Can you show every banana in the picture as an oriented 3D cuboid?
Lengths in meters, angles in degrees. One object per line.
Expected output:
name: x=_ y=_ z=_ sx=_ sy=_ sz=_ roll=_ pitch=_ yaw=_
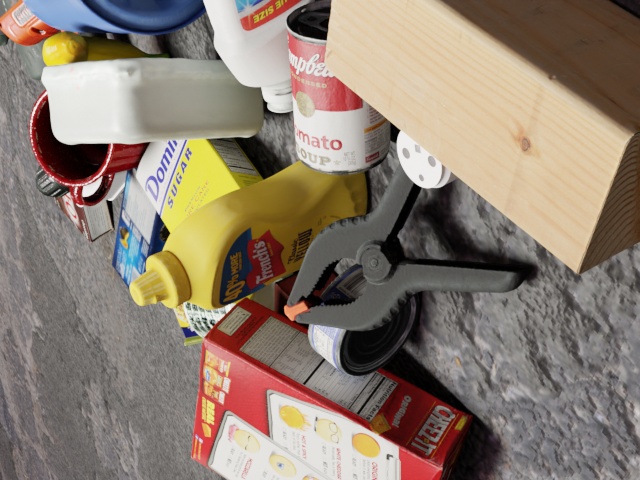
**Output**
banana: x=-0.195 y=-0.160 z=0.911 sx=0.197 sy=0.070 sz=0.037 roll=-32 pitch=-72 yaw=-74

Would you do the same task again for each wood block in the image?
wood block: x=0.102 y=-0.089 z=0.573 sx=0.206 sy=0.090 sz=0.091 roll=44 pitch=144 yaw=32

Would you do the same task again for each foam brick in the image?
foam brick: x=-0.005 y=0.068 z=0.910 sx=0.053 sy=0.051 sz=0.078 roll=41 pitch=144 yaw=37

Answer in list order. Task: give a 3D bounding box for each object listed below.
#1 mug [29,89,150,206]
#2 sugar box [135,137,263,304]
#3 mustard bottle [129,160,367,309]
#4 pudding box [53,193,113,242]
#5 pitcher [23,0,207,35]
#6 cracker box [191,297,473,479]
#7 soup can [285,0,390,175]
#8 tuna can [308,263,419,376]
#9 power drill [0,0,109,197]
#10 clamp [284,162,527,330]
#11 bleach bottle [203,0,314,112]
mug: x=-0.204 y=-0.088 z=0.974 sx=0.093 sy=0.081 sz=0.117 roll=13 pitch=106 yaw=23
sugar box: x=-0.096 y=-0.037 z=0.924 sx=0.176 sy=0.048 sz=0.093 roll=51 pitch=121 yaw=35
mustard bottle: x=-0.055 y=0.001 z=0.794 sx=0.058 sy=0.191 sz=0.096 roll=48 pitch=147 yaw=27
pudding box: x=-0.293 y=-0.066 z=1.276 sx=0.090 sy=0.039 sz=0.113 roll=43 pitch=153 yaw=33
pitcher: x=-0.185 y=-0.229 z=0.863 sx=0.149 sy=0.145 sz=0.243 roll=44 pitch=167 yaw=-24
cracker box: x=0.002 y=0.162 z=0.876 sx=0.214 sy=0.072 sz=0.164 roll=26 pitch=134 yaw=16
soup can: x=0.013 y=-0.105 z=0.728 sx=0.069 sy=0.068 sz=0.102 roll=35 pitch=141 yaw=41
tuna can: x=0.034 y=0.059 z=0.804 sx=0.034 sy=0.086 sz=0.086 roll=37 pitch=141 yaw=37
power drill: x=-0.248 y=-0.154 z=1.065 sx=0.185 sy=0.057 sz=0.187 roll=-30 pitch=85 yaw=28
clamp: x=0.053 y=0.018 z=0.725 sx=0.172 sy=0.039 sz=0.120 roll=-42 pitch=73 yaw=27
bleach bottle: x=-0.039 y=-0.206 z=0.723 sx=0.068 sy=0.102 sz=0.251 roll=47 pitch=155 yaw=51
